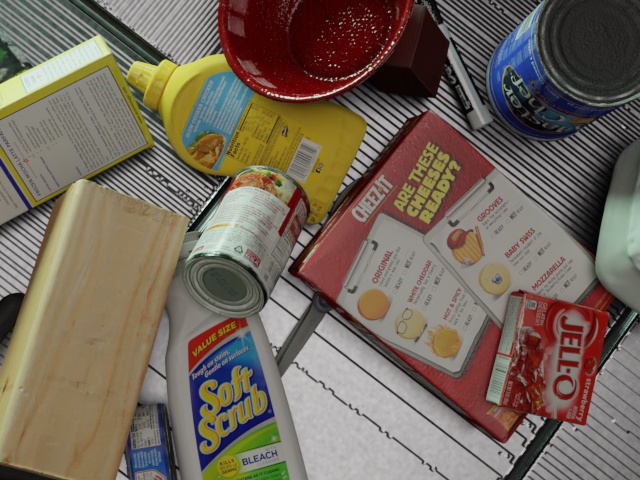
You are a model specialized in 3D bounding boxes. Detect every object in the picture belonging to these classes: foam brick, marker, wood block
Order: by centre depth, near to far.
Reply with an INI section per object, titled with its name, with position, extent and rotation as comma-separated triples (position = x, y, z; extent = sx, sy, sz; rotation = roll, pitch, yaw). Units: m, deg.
[wood block]
position = -0.177, 0.072, 0.792
extent = 0.090, 0.091, 0.206
rotation = 20, 73, -21
[foam brick]
position = 0.066, -0.153, 0.859
extent = 0.051, 0.078, 0.053
rotation = 12, 82, 23
[marker]
position = 0.111, -0.151, 0.900
extent = 0.020, 0.020, 0.121
rotation = -25, 88, -7

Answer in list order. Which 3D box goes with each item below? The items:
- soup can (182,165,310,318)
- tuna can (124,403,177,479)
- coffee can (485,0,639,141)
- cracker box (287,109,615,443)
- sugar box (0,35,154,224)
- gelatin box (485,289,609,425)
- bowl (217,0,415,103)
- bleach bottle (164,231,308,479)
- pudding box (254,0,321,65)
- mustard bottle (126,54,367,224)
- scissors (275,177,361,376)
[soup can]
position = -0.055, 0.001, 0.813
extent = 0.068, 0.069, 0.102
rotation = 27, 48, -3
[tuna can]
position = -0.130, 0.169, 0.817
extent = 0.033, 0.086, 0.086
rotation = -8, 86, -8
[coffee can]
position = 0.199, -0.141, 0.847
extent = 0.102, 0.140, 0.103
rotation = 0, 85, -6
[cracker box]
position = 0.107, 0.029, 0.847
extent = 0.213, 0.072, 0.164
rotation = 40, 82, -8
[sugar box]
position = -0.227, -0.077, 0.828
extent = 0.176, 0.048, 0.093
rotation = -26, 130, -6
[gelatin box]
position = 0.172, 0.088, 0.805
extent = 0.073, 0.030, 0.089
rotation = 14, 88, -14
[bowl]
position = 0.004, -0.173, 0.816
extent = 0.162, 0.055, 0.162
rotation = -6, 76, 23
[bleach bottle]
position = -0.081, 0.118, 0.835
extent = 0.102, 0.068, 0.251
rotation = -15, 81, -11
[pudding box]
position = -0.014, -0.184, 0.883
extent = 0.090, 0.039, 0.113
rotation = 28, 85, -3
[mustard bottle]
position = -0.066, -0.094, 0.857
extent = 0.191, 0.058, 0.096
rotation = 26, 105, -2
[scissors]
position = 0.024, 0.048, 0.877
extent = 0.096, 0.016, 0.202
rotation = 19, 89, -8
